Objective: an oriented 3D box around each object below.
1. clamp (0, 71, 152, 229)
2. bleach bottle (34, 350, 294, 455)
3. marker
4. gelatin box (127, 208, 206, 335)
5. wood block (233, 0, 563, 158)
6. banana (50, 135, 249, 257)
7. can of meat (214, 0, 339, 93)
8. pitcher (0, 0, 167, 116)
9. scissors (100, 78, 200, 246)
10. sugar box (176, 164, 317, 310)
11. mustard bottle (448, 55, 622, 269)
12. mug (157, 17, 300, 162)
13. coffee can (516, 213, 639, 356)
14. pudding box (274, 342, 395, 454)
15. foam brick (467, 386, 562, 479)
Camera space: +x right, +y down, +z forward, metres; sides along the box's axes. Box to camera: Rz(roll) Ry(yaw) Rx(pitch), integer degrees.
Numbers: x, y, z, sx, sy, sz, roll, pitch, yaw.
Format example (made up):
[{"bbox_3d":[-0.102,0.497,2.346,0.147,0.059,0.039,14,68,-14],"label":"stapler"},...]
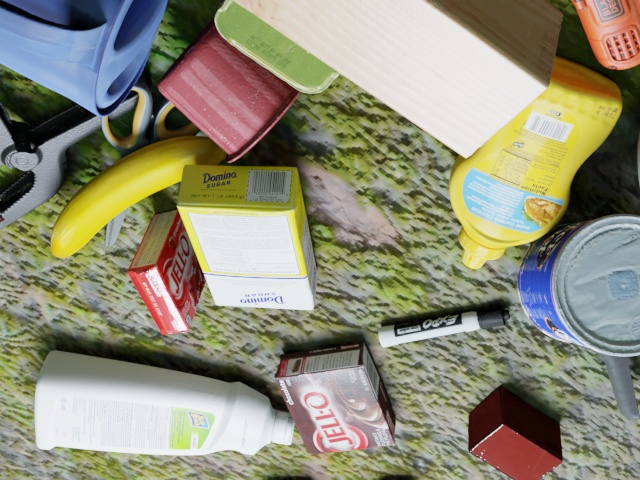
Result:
[{"bbox_3d":[-0.256,-0.084,0.881,0.164,0.036,0.210,14,135,-34],"label":"clamp"},{"bbox_3d":[-0.152,0.175,1.059,0.251,0.068,0.103,9,126,-1],"label":"bleach bottle"},{"bbox_3d":[0.113,0.078,0.976,0.121,0.020,0.020,-12,123,16],"label":"marker"},{"bbox_3d":[-0.131,0.027,0.933,0.030,0.089,0.073,-12,122,16],"label":"gelatin box"},{"bbox_3d":[0.051,-0.161,0.719,0.206,0.090,0.091,32,138,-14],"label":"wood block"},{"bbox_3d":[-0.157,-0.040,0.890,0.198,0.037,0.069,-25,142,13],"label":"banana"},{"bbox_3d":[-0.019,-0.167,0.776,0.102,0.084,0.058,32,137,-14],"label":"can of meat"},{"bbox_3d":[-0.235,-0.193,0.751,0.243,0.145,0.149,24,160,1],"label":"pitcher"},{"bbox_3d":[-0.144,-0.065,0.912,0.096,0.016,0.202,-10,144,-13],"label":"scissors"},{"bbox_3d":[-0.056,0.001,0.891,0.093,0.048,0.176,3,154,6],"label":"sugar box"},{"bbox_3d":[0.156,-0.053,0.852,0.096,0.058,0.192,19,125,-4],"label":"mustard bottle"},{"bbox_3d":[-0.062,-0.130,0.821,0.081,0.093,0.117,42,90,-15],"label":"mug"},{"bbox_3d":[0.217,0.034,0.834,0.103,0.140,0.103,0,89,0],"label":"coffee can"},{"bbox_3d":[0.016,0.155,1.032,0.090,0.039,0.113,-11,123,16],"label":"pudding box"},{"bbox_3d":[0.186,0.189,1.023,0.078,0.053,0.051,34,123,-15],"label":"foam brick"}]
